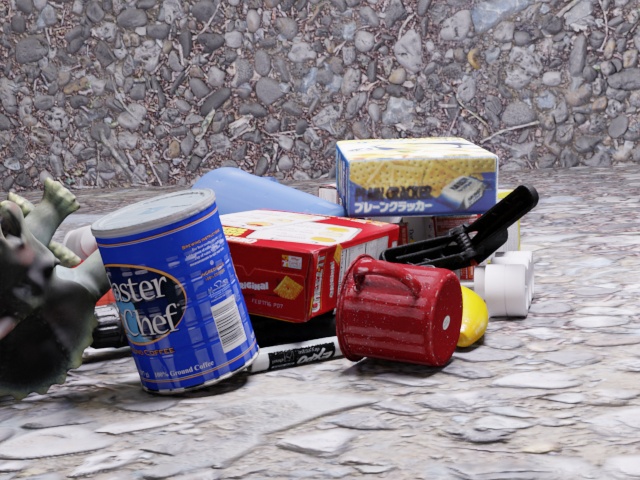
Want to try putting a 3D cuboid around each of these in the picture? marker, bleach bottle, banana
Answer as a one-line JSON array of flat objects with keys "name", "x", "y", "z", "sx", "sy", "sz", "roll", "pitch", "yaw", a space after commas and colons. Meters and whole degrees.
[{"name": "marker", "x": -0.007, "y": 0.095, "z": 0.926, "sx": 0.120, "sy": 0.020, "sz": 0.020, "roll": -7, "pitch": 8, "yaw": -26}, {"name": "bleach bottle", "x": -0.282, "y": 0.010, "z": 1.368, "sx": 0.102, "sy": 0.068, "sz": 0.251, "roll": 2, "pitch": -5, "yaw": -12}, {"name": "banana", "x": 0.121, "y": 0.069, "z": 1.022, "sx": 0.069, "sy": 0.037, "sz": 0.198, "roll": -32, "pitch": 12, "yaw": -13}]

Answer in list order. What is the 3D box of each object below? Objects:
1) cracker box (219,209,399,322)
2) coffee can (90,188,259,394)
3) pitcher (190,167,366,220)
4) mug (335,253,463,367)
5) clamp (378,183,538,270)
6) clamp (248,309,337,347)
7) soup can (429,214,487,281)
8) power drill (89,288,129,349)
[{"name": "cracker box", "x": -0.038, "y": 0.019, "z": 1.028, "sx": 0.164, "sy": 0.072, "sz": 0.213, "roll": 8, "pitch": 10, "yaw": 24}, {"name": "coffee can", "x": -0.117, "y": 0.040, "z": 0.868, "sx": 0.103, "sy": 0.140, "sz": 0.103, "roll": -14, "pitch": 14, "yaw": 3}, {"name": "pitcher", "x": -0.058, "y": 0.002, "z": 1.270, "sx": 0.144, "sy": 0.149, "sz": 0.243, "roll": 9, "pitch": 5, "yaw": -40}, {"name": "mug", "x": 0.065, "y": 0.053, "z": 0.882, "sx": 0.082, "sy": 0.117, "sz": 0.093, "roll": 6, "pitch": 54, "yaw": 27}, {"name": "clamp", "x": 0.157, "y": -0.002, "z": 1.100, "sx": 0.165, "sy": 0.036, "sz": 0.209, "roll": -26, "pitch": -13, "yaw": 14}, {"name": "clamp", "x": -0.045, "y": 0.081, "z": 0.992, "sx": 0.171, "sy": 0.039, "sz": 0.120, "roll": -10, "pitch": 4, "yaw": -22}, {"name": "soup can", "x": 0.165, "y": -0.003, "z": 1.282, "sx": 0.068, "sy": 0.102, "sz": 0.068, "roll": -4, "pitch": 7, "yaw": 0}, {"name": "power drill", "x": -0.184, "y": 0.070, "z": 1.084, "sx": 0.184, "sy": 0.057, "sz": 0.188, "roll": -4, "pitch": 9, "yaw": -34}]
